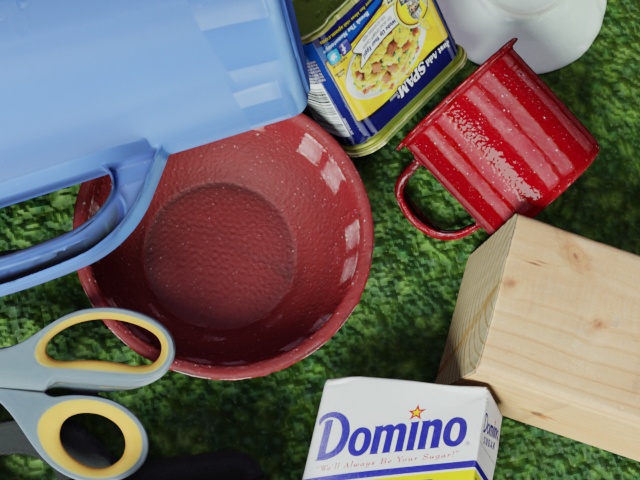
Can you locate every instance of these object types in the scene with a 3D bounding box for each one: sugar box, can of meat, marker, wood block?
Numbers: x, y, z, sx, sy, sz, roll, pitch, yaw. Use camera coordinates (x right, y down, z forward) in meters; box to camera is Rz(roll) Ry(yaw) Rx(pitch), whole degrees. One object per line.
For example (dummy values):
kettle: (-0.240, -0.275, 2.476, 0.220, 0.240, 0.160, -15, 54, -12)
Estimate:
sugar box: (0.031, 0.157, 0.533, 0.093, 0.048, 0.176, 1, 62, 23)
can of meat: (0.025, -0.113, 0.614, 0.102, 0.058, 0.084, -45, 128, -17)
marker: (-0.071, -0.088, 0.609, 0.121, 0.020, 0.020, 39, 70, -25)
wood block: (0.180, 0.070, 0.590, 0.206, 0.091, 0.090, 19, 73, -3)

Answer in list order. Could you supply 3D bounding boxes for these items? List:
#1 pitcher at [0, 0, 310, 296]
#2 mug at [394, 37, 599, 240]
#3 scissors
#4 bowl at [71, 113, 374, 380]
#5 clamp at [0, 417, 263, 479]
pitcher: (-0.130, -0.076, 0.521, 0.243, 0.149, 0.145, -13, 33, 4)
mug: (0.096, -0.047, 0.618, 0.117, 0.093, 0.081, -43, 89, 14)
scissors: (-0.170, 0.081, 0.533, 0.201, 0.016, 0.096, -8, 87, 0)
bowl: (-0.054, 0.001, 0.592, 0.162, 0.055, 0.162, 2, 74, -8)
clamp: (-0.117, 0.133, 0.556, 0.171, 0.039, 0.120, 34, 66, -5)
